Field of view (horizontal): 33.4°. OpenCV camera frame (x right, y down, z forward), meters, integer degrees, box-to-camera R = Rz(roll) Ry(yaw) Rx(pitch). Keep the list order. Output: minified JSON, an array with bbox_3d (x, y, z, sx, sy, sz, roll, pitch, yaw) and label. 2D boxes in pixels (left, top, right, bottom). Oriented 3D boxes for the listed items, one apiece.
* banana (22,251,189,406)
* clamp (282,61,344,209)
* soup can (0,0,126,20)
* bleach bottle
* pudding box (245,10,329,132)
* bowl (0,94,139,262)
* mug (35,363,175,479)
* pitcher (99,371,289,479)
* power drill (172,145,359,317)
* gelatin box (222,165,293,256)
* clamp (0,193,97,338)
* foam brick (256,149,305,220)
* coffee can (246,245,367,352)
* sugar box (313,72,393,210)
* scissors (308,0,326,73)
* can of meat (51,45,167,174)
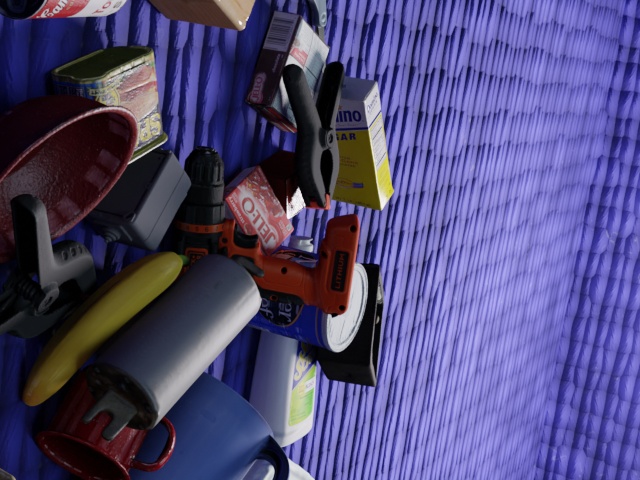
[{"bbox_3d":[-0.186,0.069,0.940,0.197,0.037,0.069,-42,155,-20],"label":"banana"},{"bbox_3d":[-0.009,-0.120,1.187,0.120,0.039,0.171,-2,93,-57],"label":"clamp"},{"bbox_3d":[-0.199,-0.204,0.815,0.102,0.069,0.068,-24,123,-61],"label":"soup can"},{"bbox_3d":[-0.040,0.120,1.320,0.102,0.068,0.251,-15,113,-63],"label":"bleach bottle"},{"bbox_3d":[-0.036,-0.188,1.202,0.090,0.039,0.113,34,73,-64],"label":"pudding box"},{"bbox_3d":[-0.218,-0.058,0.817,0.162,0.055,0.162,-42,168,-12],"label":"bowl"},{"bbox_3d":[-0.188,0.170,0.975,0.093,0.117,0.081,94,17,-55],"label":"mug"},{"bbox_3d":[-0.153,0.253,1.034,0.145,0.149,0.242,50,61,-29],"label":"pitcher"},{"bbox_3d":[-0.057,0.001,1.089,0.057,0.187,0.184,-91,-173,-73],"label":"power drill"},{"bbox_3d":[-0.075,-0.026,1.173,0.073,0.030,0.089,-49,118,-44],"label":"gelatin box"},{"bbox_3d":[-0.229,0.031,0.852,0.165,0.036,0.209,-54,169,12],"label":"clamp"},{"bbox_3d":[-0.042,-0.065,1.234,0.078,0.051,0.053,-39,137,-52],"label":"foam brick"},{"bbox_3d":[-0.031,0.060,1.213,0.102,0.140,0.103,-39,136,-52],"label":"coffee can"},{"bbox_3d":[0.032,-0.121,1.313,0.048,0.093,0.176,-58,149,-34],"label":"sugar box"},{"bbox_3d":[-0.010,-0.266,1.243,0.096,0.016,0.202,-25,124,-58],"label":"scissors"},{"bbox_3d":[-0.180,-0.114,0.914,0.101,0.058,0.084,-42,135,-52],"label":"can of meat"}]
